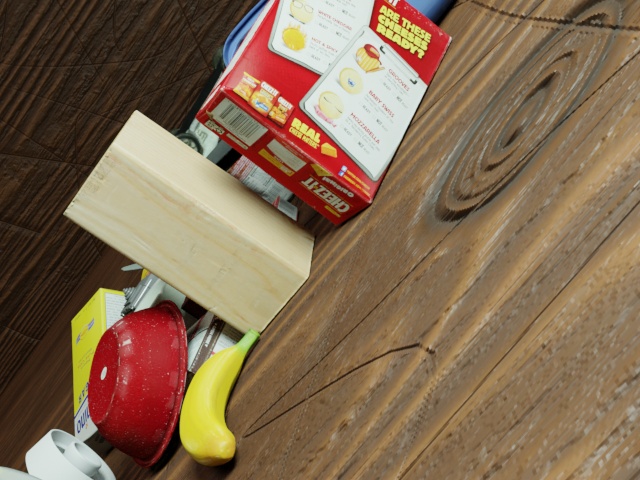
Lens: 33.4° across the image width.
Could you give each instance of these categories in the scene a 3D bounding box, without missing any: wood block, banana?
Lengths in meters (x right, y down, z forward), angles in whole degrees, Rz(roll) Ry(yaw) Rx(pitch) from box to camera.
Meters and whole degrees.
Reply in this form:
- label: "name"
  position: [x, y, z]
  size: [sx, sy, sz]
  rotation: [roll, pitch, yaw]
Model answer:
- label: "wood block"
  position: [-0.116, -0.014, 0.978]
  size: [0.090, 0.206, 0.090]
  rotation: [-50, 14, 22]
- label: "banana"
  position: [-0.089, 0.137, 0.885]
  size: [0.070, 0.037, 0.197]
  rotation: [-52, 13, 20]

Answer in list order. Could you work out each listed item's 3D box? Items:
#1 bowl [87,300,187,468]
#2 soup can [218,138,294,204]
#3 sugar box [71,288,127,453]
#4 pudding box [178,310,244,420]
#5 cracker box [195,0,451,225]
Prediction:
- label: "bowl"
  position: [-0.181, 0.132, 1.016]
  size: [0.162, 0.055, 0.162]
  rotation: [-35, 49, 54]
- label: "soup can"
  position: [-0.074, -0.086, 1.243]
  size: [0.068, 0.102, 0.068]
  rotation: [-51, 13, 17]
- label: "sugar box"
  position: [-0.263, 0.157, 1.285]
  size: [0.093, 0.048, 0.176]
  rotation: [-44, 43, 42]
- label: "pudding box"
  position: [-0.117, 0.118, 1.034]
  size: [0.114, 0.039, 0.090]
  rotation: [-44, 20, 51]
- label: "cracker box"
  position: [0.006, -0.147, 0.968]
  size: [0.072, 0.164, 0.213]
  rotation: [-33, 26, 55]
